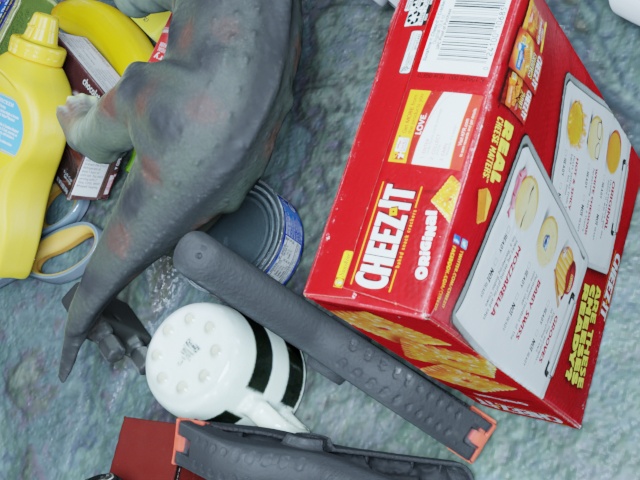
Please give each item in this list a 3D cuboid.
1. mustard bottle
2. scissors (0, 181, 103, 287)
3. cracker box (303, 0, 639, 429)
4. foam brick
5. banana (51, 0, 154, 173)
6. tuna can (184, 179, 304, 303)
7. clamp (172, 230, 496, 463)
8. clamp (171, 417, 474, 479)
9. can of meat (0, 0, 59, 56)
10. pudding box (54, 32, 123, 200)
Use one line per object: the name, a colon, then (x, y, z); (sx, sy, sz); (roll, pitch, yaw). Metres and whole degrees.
mustard bottle: (-0.228, -0.075, 0.792); (0.096, 0.058, 0.192); (30, 107, 41)
scissors: (-0.252, 0.009, 0.853); (0.202, 0.016, 0.096); (-14, 62, 24)
cracker box: (0.091, -0.010, 0.547); (0.072, 0.213, 0.164); (9, 75, 33)
foam brick: (-0.087, 0.146, 0.666); (0.053, 0.078, 0.051); (2, 69, 29)
banana: (-0.165, -0.143, 0.854); (0.070, 0.037, 0.198); (-36, 57, 11)
tuna can: (-0.055, 0.001, 0.734); (0.086, 0.033, 0.086); (-11, 65, 25)
clamp: (0.006, 0.058, 0.607); (0.210, 0.164, 0.036); (33, 88, 8)
clamp: (0.001, 0.127, 0.596); (0.172, 0.120, 0.039); (10, 84, 29)
can of meat: (-0.283, -0.178, 0.923); (0.084, 0.057, 0.102); (19, 81, 31)
pudding box: (-0.188, -0.097, 0.825); (0.114, 0.039, 0.090); (45, 121, 37)
